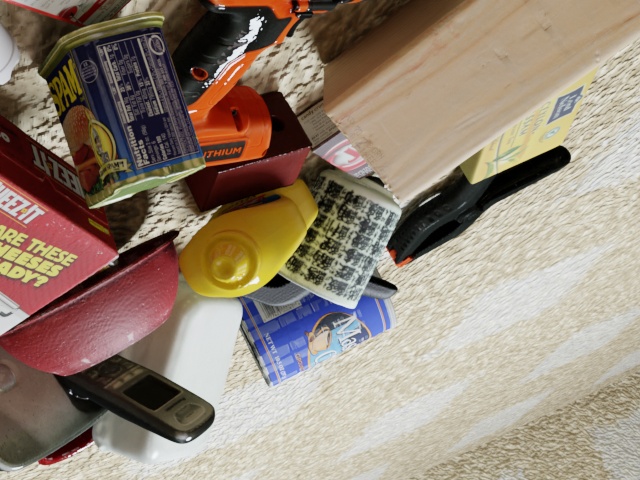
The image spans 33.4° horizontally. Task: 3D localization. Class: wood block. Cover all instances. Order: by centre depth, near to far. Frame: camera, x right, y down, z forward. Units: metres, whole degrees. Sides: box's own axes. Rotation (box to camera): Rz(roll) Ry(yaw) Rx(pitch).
[{"bbox_3d":[0.109,-0.130,0.706,0.206,0.090,0.091,-35,-159,17],"label":"wood block"}]

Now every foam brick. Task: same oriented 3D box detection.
[{"bbox_3d":[-0.056,-0.063,0.754,0.078,0.053,0.051,-19,158,-27],"label":"foam brick"}]

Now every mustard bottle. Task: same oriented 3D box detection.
[{"bbox_3d":[-0.055,0.001,0.786,0.096,0.058,0.191,-25,-172,9],"label":"mustard bottle"}]

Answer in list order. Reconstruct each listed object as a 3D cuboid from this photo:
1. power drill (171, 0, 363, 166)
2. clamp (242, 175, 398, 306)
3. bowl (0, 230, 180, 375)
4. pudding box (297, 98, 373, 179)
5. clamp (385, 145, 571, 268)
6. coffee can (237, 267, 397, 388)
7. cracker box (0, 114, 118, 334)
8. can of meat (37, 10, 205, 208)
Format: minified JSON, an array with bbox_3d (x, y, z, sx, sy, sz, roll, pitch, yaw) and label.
[{"bbox_3d":[-0.028,-0.124,0.647,0.184,0.057,0.188,-10,151,-40],"label":"power drill"},{"bbox_3d":[-0.006,0.023,0.971,0.171,0.120,0.039,-22,-162,-8],"label":"clamp"},{"bbox_3d":[-0.164,0.053,0.790,0.162,0.055,0.162,-27,-172,4],"label":"bowl"},{"bbox_3d":[0.049,-0.099,0.823,0.114,0.039,0.090,-35,157,16],"label":"pudding box"},{"bbox_3d":[0.145,-0.042,1.085,0.210,0.036,0.164,-36,159,20],"label":"clamp"},{"bbox_3d":[-0.009,0.070,1.056,0.140,0.103,0.103,-25,159,-8],"label":"coffee can"},{"bbox_3d":[-0.252,0.009,0.606,0.214,0.072,0.164,-33,144,12],"label":"cracker box"},{"bbox_3d":[-0.108,-0.068,0.581,0.057,0.084,0.102,-20,-177,-24],"label":"can of meat"}]
